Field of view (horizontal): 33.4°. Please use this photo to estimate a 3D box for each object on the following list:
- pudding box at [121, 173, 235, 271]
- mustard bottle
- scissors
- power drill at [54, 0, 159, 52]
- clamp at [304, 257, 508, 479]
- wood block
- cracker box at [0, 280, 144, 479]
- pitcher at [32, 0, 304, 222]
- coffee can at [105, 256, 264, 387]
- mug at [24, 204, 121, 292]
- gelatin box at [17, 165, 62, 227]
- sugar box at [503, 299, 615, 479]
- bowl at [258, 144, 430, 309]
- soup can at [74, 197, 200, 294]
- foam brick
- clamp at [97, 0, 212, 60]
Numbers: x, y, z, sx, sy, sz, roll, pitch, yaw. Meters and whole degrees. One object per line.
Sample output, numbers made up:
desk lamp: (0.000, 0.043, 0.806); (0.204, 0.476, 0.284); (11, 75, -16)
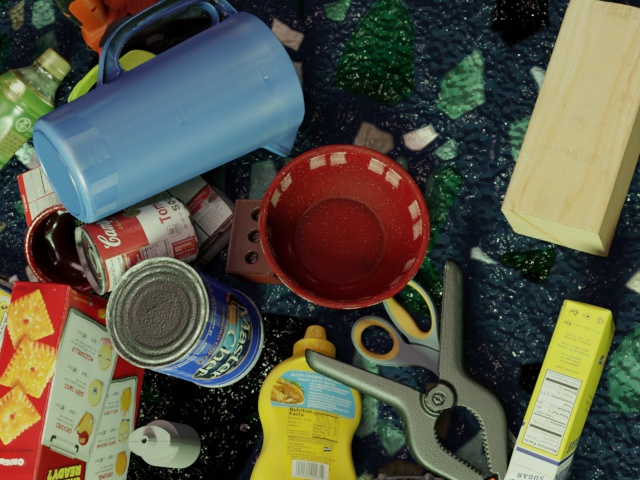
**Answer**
pudding box: (-0.144, -0.029, 1.107); (0.090, 0.039, 0.114); (-46, 66, 4)
mustard bottle: (-0.011, 0.164, 0.982); (0.096, 0.058, 0.191); (10, 55, -8)
scissors: (0.099, 0.127, 0.997); (0.096, 0.016, 0.202); (-31, 69, 11)
power drill: (-0.228, -0.272, 1.117); (0.185, 0.187, 0.057); (-13, 71, 16)
clamp: (0.110, 0.131, 0.955); (0.164, 0.036, 0.210); (-40, 82, 2)
wood block: (0.243, -0.102, 0.967); (0.090, 0.090, 0.206); (17, 82, 22)
cracker box: (-0.244, 0.160, 1.023); (0.072, 0.164, 0.213); (4, 77, 21)
pitcher: (-0.151, -0.125, 1.025); (0.242, 0.145, 0.149); (-30, 56, -23)
coffee can: (-0.125, 0.081, 1.016); (0.103, 0.140, 0.103); (-5, 74, 17)
mug: (-0.250, 0.010, 1.099); (0.093, 0.081, 0.117); (24, 104, -2)
gelatin box: (-0.280, -0.051, 1.162); (0.089, 0.030, 0.073); (-22, 69, 11)
sugar box: (0.206, 0.144, 0.915); (0.048, 0.093, 0.176); (15, 82, 21)
bowl: (0.021, -0.008, 1.021); (0.162, 0.055, 0.162); (1, 75, -3)
soup can: (-0.175, 0.004, 1.026); (0.102, 0.069, 0.068); (-20, 66, -25)
foam brick: (-0.057, 0.001, 1.062); (0.053, 0.051, 0.078); (3, 77, 19)
clamp: (-0.162, -0.223, 1.143); (0.172, 0.120, 0.039); (-17, 65, 36)
